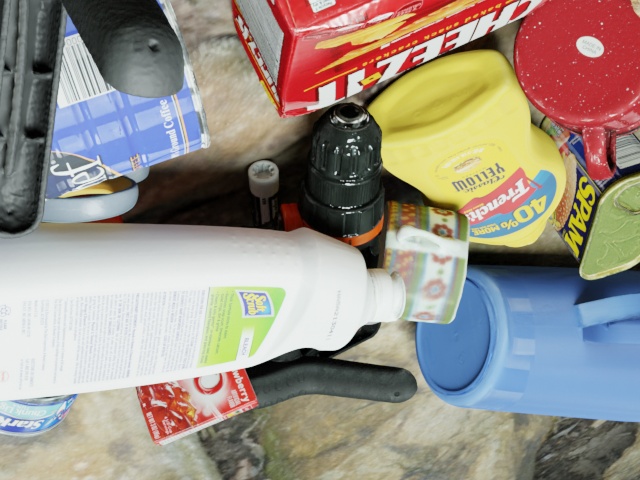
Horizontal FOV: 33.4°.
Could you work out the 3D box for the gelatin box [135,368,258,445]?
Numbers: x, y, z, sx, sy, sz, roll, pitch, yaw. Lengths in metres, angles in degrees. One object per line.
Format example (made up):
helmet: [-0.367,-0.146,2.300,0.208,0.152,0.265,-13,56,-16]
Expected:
gelatin box: [-0.091,0.082,0.712,0.073,0.089,0.030,-22,167,-5]

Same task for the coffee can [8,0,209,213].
coffee can: [-0.134,-0.069,0.494,0.140,0.103,0.103,-20,143,-9]

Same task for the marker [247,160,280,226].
marker: [-0.035,-0.004,0.701,0.020,0.020,0.121,-17,142,-13]

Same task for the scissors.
scissors: [-0.180,-0.020,0.544,0.201,0.096,0.016,-13,115,-22]

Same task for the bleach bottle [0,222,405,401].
bleach bottle: [-0.076,0.039,0.587,0.250,0.068,0.103,0,130,-18]

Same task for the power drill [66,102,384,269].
power drill: [-0.054,0.001,0.638,0.187,0.057,0.184,-6,135,-9]

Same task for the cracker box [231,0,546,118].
cracker box: [0.045,-0.126,0.471,0.164,0.072,0.214,-24,180,-4]

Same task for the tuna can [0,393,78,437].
tuna can: [-0.186,0.075,0.650,0.085,0.086,0.034,9,129,-38]

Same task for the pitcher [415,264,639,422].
pitcher: [0.206,0.077,0.853,0.242,0.145,0.149,6,112,-32]

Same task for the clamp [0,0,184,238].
clamp: [-0.095,-0.115,0.383,0.036,0.210,0.165,0,171,-33]

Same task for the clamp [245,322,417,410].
clamp: [-0.017,0.093,0.757,0.171,0.120,0.039,-13,107,-15]

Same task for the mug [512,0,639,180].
mug: [0.158,-0.093,0.614,0.093,0.117,0.081,1,-175,22]

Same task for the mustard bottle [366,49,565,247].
mustard bottle: [0.109,-0.045,0.705,0.096,0.058,0.191,-25,146,17]
